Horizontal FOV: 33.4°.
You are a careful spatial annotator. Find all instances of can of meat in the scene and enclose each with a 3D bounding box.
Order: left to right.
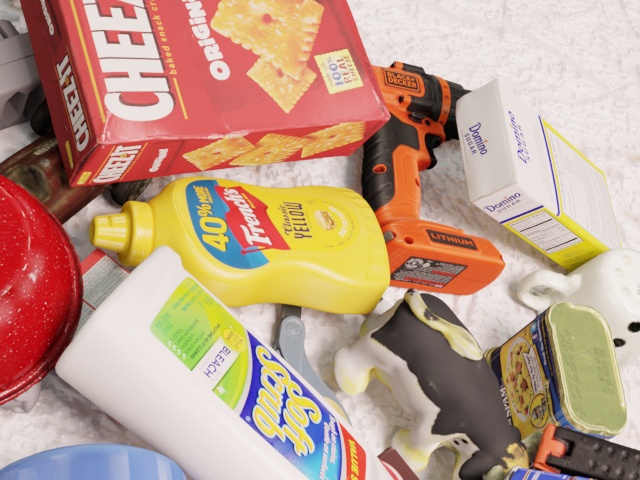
[{"bbox_3d":[0.162,0.104,0.742,0.057,0.084,0.102,10,55,-21],"label":"can of meat"}]

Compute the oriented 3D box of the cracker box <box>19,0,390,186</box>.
[{"bbox_3d":[-0.077,-0.132,0.711,0.213,0.072,0.164,-9,73,-33],"label":"cracker box"}]

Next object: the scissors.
[{"bbox_3d":[-0.005,0.077,0.719,0.096,0.016,0.201,29,51,-9],"label":"scissors"}]

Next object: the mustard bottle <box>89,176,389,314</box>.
[{"bbox_3d":[-0.054,0.001,0.695,0.191,0.058,0.096,4,47,-25],"label":"mustard bottle"}]

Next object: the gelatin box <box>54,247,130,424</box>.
[{"bbox_3d":[-0.130,0.058,0.658,0.089,0.030,0.073,39,49,2],"label":"gelatin box"}]

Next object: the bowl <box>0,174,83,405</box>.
[{"bbox_3d":[-0.206,0.012,0.575,0.162,0.055,0.162,10,57,-16],"label":"bowl"}]

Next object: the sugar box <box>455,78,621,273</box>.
[{"bbox_3d":[0.169,-0.042,0.819,0.176,0.048,0.093,27,48,-42],"label":"sugar box"}]

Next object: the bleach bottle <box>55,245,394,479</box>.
[{"bbox_3d":[-0.023,0.115,0.605,0.251,0.068,0.102,39,28,-3],"label":"bleach bottle"}]

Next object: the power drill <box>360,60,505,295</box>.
[{"bbox_3d":[0.084,-0.052,0.824,0.184,0.057,0.187,7,55,-26],"label":"power drill"}]
